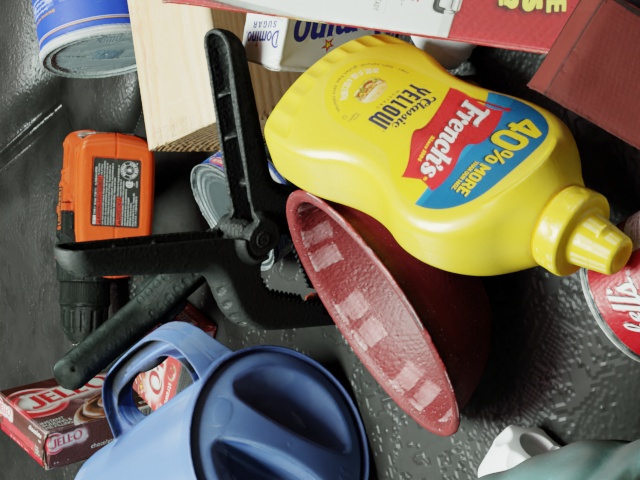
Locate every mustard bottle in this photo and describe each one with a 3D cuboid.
[{"bbox_3d":[0.066,-0.034,0.518,0.192,0.096,0.058,34,154,37],"label":"mustard bottle"}]

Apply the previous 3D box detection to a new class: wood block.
[{"bbox_3d":[-0.072,-0.171,0.728,0.090,0.090,0.206,-15,82,48],"label":"wood block"}]

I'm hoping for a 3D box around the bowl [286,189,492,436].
[{"bbox_3d":[0.047,0.029,0.603,0.162,0.055,0.162,52,165,20],"label":"bowl"}]

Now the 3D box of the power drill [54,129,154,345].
[{"bbox_3d":[-0.178,-0.006,0.846,0.188,0.057,0.184,171,99,-69],"label":"power drill"}]

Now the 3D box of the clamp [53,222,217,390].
[{"bbox_3d":[-0.122,0.047,0.791,0.039,0.171,0.120,51,171,-6],"label":"clamp"}]

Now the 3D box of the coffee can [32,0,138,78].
[{"bbox_3d":[-0.178,-0.210,0.837,0.103,0.102,0.140,-19,79,48],"label":"coffee can"}]

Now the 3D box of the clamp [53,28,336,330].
[{"bbox_3d":[-0.054,0.001,0.649,0.036,0.209,0.164,21,66,47],"label":"clamp"}]

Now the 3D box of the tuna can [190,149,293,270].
[{"bbox_3d":[-0.048,-0.024,0.728,0.086,0.033,0.086,40,153,25],"label":"tuna can"}]

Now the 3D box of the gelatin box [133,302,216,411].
[{"bbox_3d":[-0.123,0.090,0.856,0.073,0.030,0.089,36,120,41],"label":"gelatin box"}]

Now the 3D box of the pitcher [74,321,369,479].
[{"bbox_3d":[-0.092,0.161,0.752,0.243,0.144,0.149,-33,50,49],"label":"pitcher"}]

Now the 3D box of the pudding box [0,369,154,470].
[{"bbox_3d":[-0.197,0.143,0.883,0.090,0.113,0.039,23,114,46],"label":"pudding box"}]
